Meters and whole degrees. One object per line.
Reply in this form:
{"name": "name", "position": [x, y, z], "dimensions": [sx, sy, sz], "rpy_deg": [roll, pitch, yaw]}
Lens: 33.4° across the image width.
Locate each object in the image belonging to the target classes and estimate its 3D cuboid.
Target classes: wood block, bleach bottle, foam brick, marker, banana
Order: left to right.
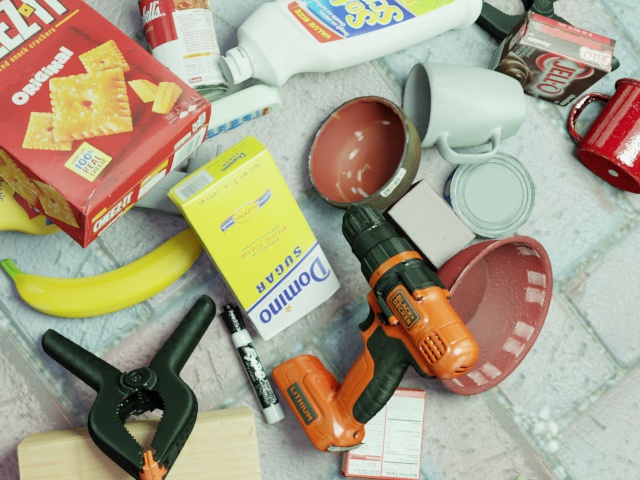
{"name": "banana", "position": [-0.198, 0.034, 1.002], "dimensions": [0.197, 0.037, 0.069], "rpy_deg": [-10, 87, -7]}
{"name": "wood block", "position": [-0.159, 0.210, 0.965], "dimensions": [0.206, 0.090, 0.091], "rpy_deg": [-6, 87, -7]}
{"name": "marker", "position": [-0.066, 0.116, 1.019], "dimensions": [0.020, 0.020, 0.121], "rpy_deg": [-24, 88, -8]}
{"name": "bleach bottle", "position": [0.024, -0.205, 1.015], "dimensions": [0.250, 0.068, 0.102], "rpy_deg": [-28, 85, -16]}
{"name": "foam brick", "position": [0.102, -0.013, 1.032], "dimensions": [0.051, 0.053, 0.078], "rpy_deg": [-42, 90, -8]}

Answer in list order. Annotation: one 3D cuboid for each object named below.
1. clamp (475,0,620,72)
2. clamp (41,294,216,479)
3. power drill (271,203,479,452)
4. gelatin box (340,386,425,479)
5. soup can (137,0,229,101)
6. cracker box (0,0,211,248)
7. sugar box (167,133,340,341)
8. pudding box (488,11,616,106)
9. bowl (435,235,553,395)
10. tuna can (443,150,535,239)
{"name": "clamp", "position": [0.226, -0.224, 1.071], "dimensions": [0.171, 0.039, 0.120], "rpy_deg": [-4, 76, -1]}
{"name": "clamp", "position": [-0.151, 0.126, 0.942], "dimensions": [0.164, 0.210, 0.036], "rpy_deg": [-18, 130, -12]}
{"name": "power drill", "position": [0.035, 0.085, 0.958], "dimensions": [0.188, 0.057, 0.184], "rpy_deg": [-51, 56, 30]}
{"name": "gelatin box", "position": [0.060, 0.184, 1.023], "dimensions": [0.073, 0.030, 0.089], "rpy_deg": [5, 85, -7]}
{"name": "soup can", "position": [-0.129, -0.184, 1.013], "dimensions": [0.068, 0.068, 0.102], "rpy_deg": [-13, 87, -8]}
{"name": "cracker box", "position": [-0.227, -0.122, 0.936], "dimensions": [0.214, 0.072, 0.164], "rpy_deg": [39, 60, 8]}
{"name": "sugar box", "position": [-0.056, 0.001, 0.971], "dimensions": [0.093, 0.048, 0.176], "rpy_deg": [-35, 124, -8]}
{"name": "pudding box", "position": [0.220, -0.173, 1.029], "dimensions": [0.090, 0.113, 0.039], "rpy_deg": [18, 80, -5]}
{"name": "bowl", "position": [0.147, 0.062, 1.006], "dimensions": [0.161, 0.055, 0.162], "rpy_deg": [-20, 123, -34]}
{"name": "tuna can", "position": [0.166, -0.044, 1.052], "dimensions": [0.086, 0.034, 0.086], "rpy_deg": [1, 85, -6]}
